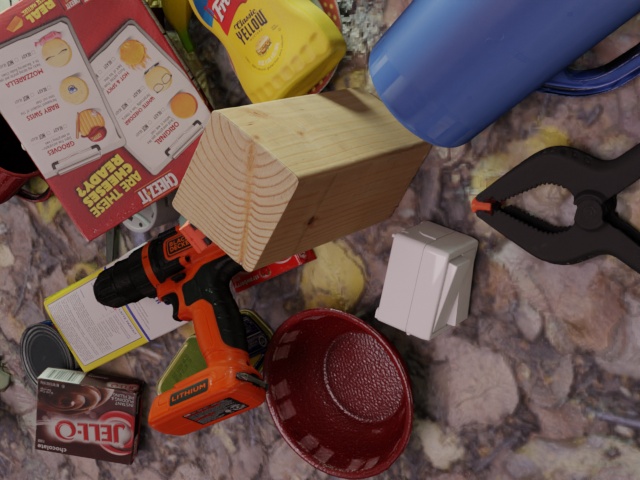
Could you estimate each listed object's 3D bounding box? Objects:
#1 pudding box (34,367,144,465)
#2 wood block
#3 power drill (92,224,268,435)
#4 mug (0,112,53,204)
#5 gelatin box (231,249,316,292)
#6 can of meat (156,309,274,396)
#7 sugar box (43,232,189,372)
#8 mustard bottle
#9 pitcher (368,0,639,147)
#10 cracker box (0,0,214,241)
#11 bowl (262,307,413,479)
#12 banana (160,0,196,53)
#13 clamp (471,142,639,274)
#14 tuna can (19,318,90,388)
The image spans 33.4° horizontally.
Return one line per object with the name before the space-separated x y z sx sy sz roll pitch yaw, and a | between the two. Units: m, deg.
pudding box | -0.253 0.191 1.170 0.113 0.039 0.090 9 108 5
wood block | -0.008 -0.056 0.862 0.090 0.205 0.091 40 120 19
power drill | -0.127 0.077 0.974 0.185 0.057 0.187 -24 61 23
mug | -0.343 -0.083 1.164 0.117 0.093 0.082 37 133 -21
gelatin box | -0.057 0.001 1.018 0.089 0.030 0.073 -24 88 36
can of meat | -0.103 0.124 1.048 0.057 0.083 0.102 45 122 17
sugar box | -0.207 0.067 1.123 0.177 0.048 0.093 -26 97 33
mustard bottle | -0.064 -0.213 0.923 0.096 0.058 0.191 -38 81 34
pitcher | 0.156 -0.170 0.781 0.243 0.144 0.149 -42 66 38
cracker box | -0.202 -0.134 0.982 0.164 0.072 0.213 -31 103 4
bowl | 0.026 0.133 0.980 0.162 0.055 0.162 9 107 32
banana | -0.102 -0.271 0.979 0.069 0.037 0.198 33 122 -1
clamp | 0.217 -0.035 0.818 0.210 0.036 0.164 12 109 32
tuna can | -0.301 0.131 1.215 0.086 0.033 0.086 9 107 32
